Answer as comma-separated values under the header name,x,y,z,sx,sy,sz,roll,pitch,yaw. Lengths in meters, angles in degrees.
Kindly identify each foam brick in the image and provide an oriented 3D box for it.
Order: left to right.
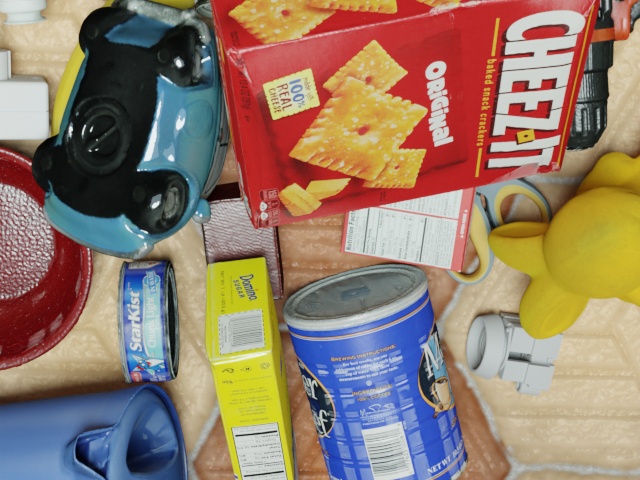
name,x,y,z,sx,sy,sz,roll,pitch,yaw
foam brick,-0.055,0.001,0.748,0.051,0.053,0.078,-6,104,0

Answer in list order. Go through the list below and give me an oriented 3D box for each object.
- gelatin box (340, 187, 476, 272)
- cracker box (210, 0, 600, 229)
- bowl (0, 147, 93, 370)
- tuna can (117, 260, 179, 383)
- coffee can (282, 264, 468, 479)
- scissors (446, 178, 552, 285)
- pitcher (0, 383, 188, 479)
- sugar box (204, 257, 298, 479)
name,x,y,z,sx,sy,sz,roll,pitch,yaw
gelatin box,0.062,-0.023,0.747,0.089,0.030,0.073,10,110,10
cracker box,0.049,-0.094,0.650,0.213,0.072,0.164,-11,144,-5
bowl,-0.235,0.007,0.745,0.162,0.055,0.162,0,105,-1
tuna can,-0.119,0.056,0.745,0.033,0.086,0.086,-3,105,-3
coffee can,0.040,0.100,0.751,0.103,0.103,0.140,-14,105,2
scissors,0.110,-0.066,0.753,0.096,0.016,0.202,-7,105,3
pitcher,-0.219,0.179,0.748,0.243,0.145,0.149,-6,107,13
sugar box,-0.043,0.108,0.726,0.048,0.093,0.176,-9,129,2
